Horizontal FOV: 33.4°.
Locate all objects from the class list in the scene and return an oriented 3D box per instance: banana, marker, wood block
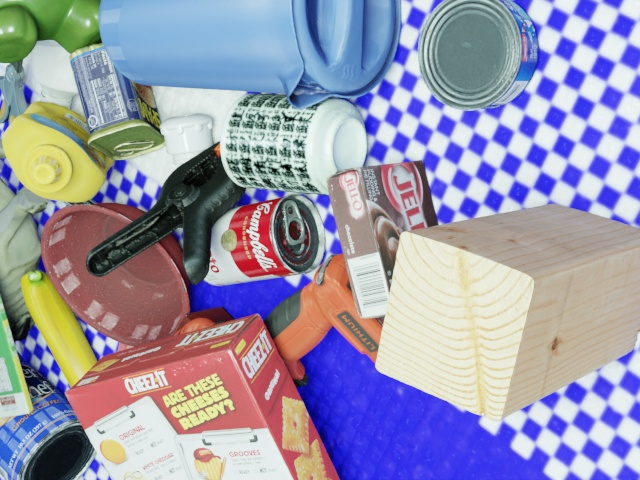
[{"bbox_3d":[-0.258,0.102,1.073,0.070,0.037,0.198,-120,8,-61],"label":"banana"},{"bbox_3d":[-0.220,-0.028,1.039,0.121,0.020,0.020,34,119,-1],"label":"marker"},{"bbox_3d":[0.136,0.037,0.691,0.090,0.205,0.091,21,108,33],"label":"wood block"}]

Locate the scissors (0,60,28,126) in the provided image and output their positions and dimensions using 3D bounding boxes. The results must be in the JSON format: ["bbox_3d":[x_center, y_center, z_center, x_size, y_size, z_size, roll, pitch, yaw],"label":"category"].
[{"bbox_3d":[-0.300,-0.148,1.072,0.202,0.016,0.096,-25,93,59],"label":"scissors"}]

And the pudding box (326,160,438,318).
[{"bbox_3d":[0.055,-0.003,0.820,0.039,0.089,0.113,-12,90,39],"label":"pudding box"}]

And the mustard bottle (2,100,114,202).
[{"bbox_3d":[-0.238,-0.077,0.965,0.096,0.192,0.058,38,96,-14],"label":"mustard bottle"}]

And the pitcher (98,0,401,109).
[{"bbox_3d":[-0.062,-0.191,0.869,0.243,0.149,0.145,6,115,40],"label":"pitcher"}]

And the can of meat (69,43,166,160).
[{"bbox_3d":[-0.185,-0.127,0.978,0.057,0.102,0.084,-17,82,5],"label":"can of meat"}]

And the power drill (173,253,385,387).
[{"bbox_3d":[-0.010,0.110,0.884,0.188,0.057,0.184,-35,103,28],"label":"power drill"}]

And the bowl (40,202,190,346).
[{"bbox_3d":[-0.180,0.022,1.001,0.162,0.055,0.162,16,130,19],"label":"bowl"}]

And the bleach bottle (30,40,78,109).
[{"bbox_3d":[-0.220,-0.232,1.015,0.103,0.067,0.251,36,119,27],"label":"bleach bottle"}]

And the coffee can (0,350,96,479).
[{"bbox_3d":[-0.315,0.190,1.120,0.140,0.102,0.103,34,116,28],"label":"coffee can"}]

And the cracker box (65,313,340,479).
[{"bbox_3d":[-0.083,0.180,0.872,0.164,0.072,0.213,-17,107,25],"label":"cracker box"}]

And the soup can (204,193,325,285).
[{"bbox_3d":[-0.056,0.001,0.919,0.102,0.068,0.068,-10,91,38],"label":"soup can"}]

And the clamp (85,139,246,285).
[{"bbox_3d":[-0.123,-0.024,0.907,0.120,0.171,0.039,1,130,22],"label":"clamp"}]

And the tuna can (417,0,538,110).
[{"bbox_3d":[0.117,-0.139,0.788,0.086,0.033,0.086,6,100,37],"label":"tuna can"}]
